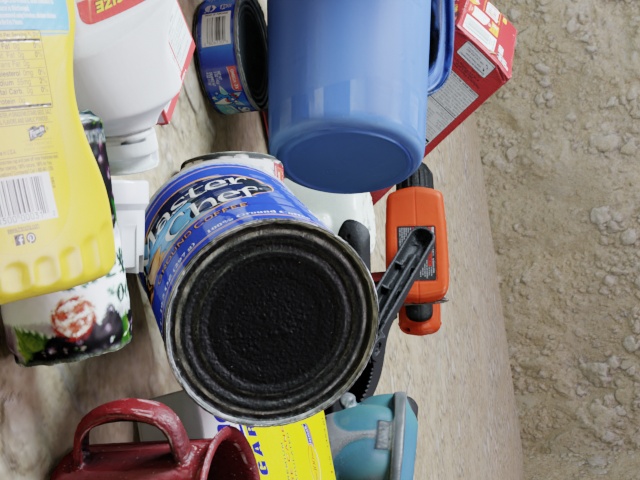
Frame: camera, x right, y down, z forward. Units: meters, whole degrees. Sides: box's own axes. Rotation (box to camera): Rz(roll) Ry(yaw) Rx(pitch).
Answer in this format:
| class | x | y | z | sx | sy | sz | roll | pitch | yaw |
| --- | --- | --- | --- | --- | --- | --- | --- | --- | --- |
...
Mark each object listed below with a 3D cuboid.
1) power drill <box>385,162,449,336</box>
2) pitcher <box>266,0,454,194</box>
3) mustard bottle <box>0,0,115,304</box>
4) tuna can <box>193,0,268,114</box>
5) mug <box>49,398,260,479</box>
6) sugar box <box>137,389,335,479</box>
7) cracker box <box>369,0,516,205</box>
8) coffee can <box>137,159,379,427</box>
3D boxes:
| class | x | y | z | sx | sy | sz | roll | pitch | yaw |
| --- | --- | --- | --- | --- | --- | --- | --- | --- | --- |
| power drill | 0.095 | -0.001 | 1.046 | 0.187 | 0.057 | 0.184 | 43 | 43 | -80 |
| pitcher | 0.029 | -0.158 | 0.787 | 0.145 | 0.149 | 0.243 | 81 | 9 | -65 |
| mustard bottle | -0.133 | -0.073 | 0.383 | 0.096 | 0.058 | 0.191 | -13 | 98 | -43 |
| tuna can | -0.061 | -0.134 | 0.770 | 0.086 | 0.034 | 0.086 | -5 | 90 | -76 |
| mug | -0.080 | 0.125 | 0.497 | 0.093 | 0.081 | 0.117 | -69 | 151 | -60 |
| sugar box | -0.042 | 0.141 | 0.650 | 0.176 | 0.048 | 0.093 | 25 | 51 | -67 |
| cracker box | 0.080 | -0.120 | 0.976 | 0.072 | 0.214 | 0.164 | 42 | 26 | -9 |
| coffee can | -0.039 | 0.021 | 0.554 | 0.140 | 0.102 | 0.103 | -135 | -147 | -69 |
